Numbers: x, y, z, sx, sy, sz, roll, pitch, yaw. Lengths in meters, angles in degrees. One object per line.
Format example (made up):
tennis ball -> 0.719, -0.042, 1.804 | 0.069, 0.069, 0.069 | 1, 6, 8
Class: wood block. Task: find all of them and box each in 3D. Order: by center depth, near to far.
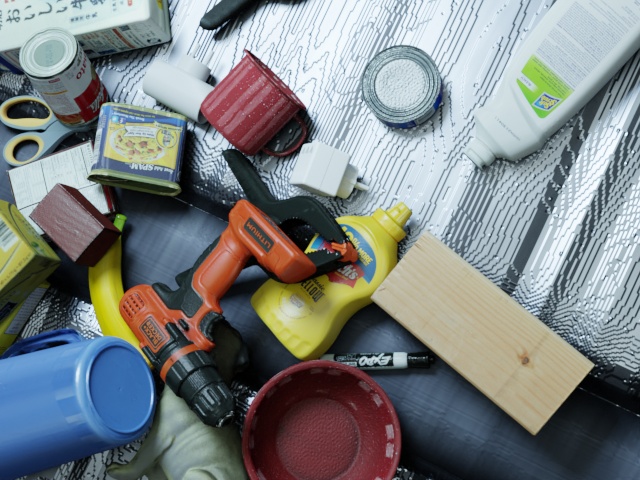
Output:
wood block -> 0.161, 0.092, 1.065 | 0.206, 0.090, 0.091 | 40, 92, 15

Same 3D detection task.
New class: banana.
banana -> -0.222, 0.067, 1.162 | 0.070, 0.037, 0.198 | -49, 49, 41

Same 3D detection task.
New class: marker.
marker -> 0.060, 0.127, 1.120 | 0.121, 0.020, 0.020 | -3, 82, 13

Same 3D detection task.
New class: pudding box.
pudding box -> -0.293, -0.054, 1.217 | 0.113, 0.039, 0.090 | -17, 79, 8

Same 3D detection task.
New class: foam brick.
foam brick -> -0.266, -0.017, 1.158 | 0.078, 0.053, 0.051 | 43, 94, 13

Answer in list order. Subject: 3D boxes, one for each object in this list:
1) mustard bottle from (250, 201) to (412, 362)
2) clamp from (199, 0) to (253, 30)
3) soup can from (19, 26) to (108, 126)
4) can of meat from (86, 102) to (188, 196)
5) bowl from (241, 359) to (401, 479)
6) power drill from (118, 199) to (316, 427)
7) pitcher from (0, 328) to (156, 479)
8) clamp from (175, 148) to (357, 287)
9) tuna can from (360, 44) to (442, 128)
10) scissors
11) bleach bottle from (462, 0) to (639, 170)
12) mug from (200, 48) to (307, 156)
mustard bottle -> 0.023, 0.032, 1.121 | 0.191, 0.058, 0.096 | -44, 62, 4
clamp -> -0.069, -0.315, 1.200 | 0.171, 0.039, 0.120 | -18, 83, 4
soup can -> -0.285, -0.182, 1.189 | 0.068, 0.102, 0.068 | -4, 65, 7
can of meat -> -0.200, -0.101, 1.177 | 0.102, 0.058, 0.084 | 10, 81, -18
bowl -> 0.000, 0.205, 1.093 | 0.162, 0.055, 0.162 | 1, 80, -4
power drill -> -0.095, 0.067, 1.057 | 0.187, 0.057, 0.185 | -45, 61, 3
pitcher -> -0.286, 0.166, 1.103 | 0.243, 0.144, 0.149 | -18, 84, 33
clamp -> -0.057, 0.001, 1.123 | 0.210, 0.036, 0.164 | 22, 85, 35
tuna can -> 0.088, -0.164, 1.145 | 0.086, 0.033, 0.086 | -2, 82, 13
scissors -> -0.286, -0.118, 1.234 | 0.202, 0.016, 0.096 | 13, 83, 15
bleach bottle -> 0.238, -0.178, 1.098 | 0.251, 0.068, 0.102 | -46, 75, 6
mug -> -0.067, -0.138, 1.158 | 0.081, 0.093, 0.117 | -45, 112, 9
